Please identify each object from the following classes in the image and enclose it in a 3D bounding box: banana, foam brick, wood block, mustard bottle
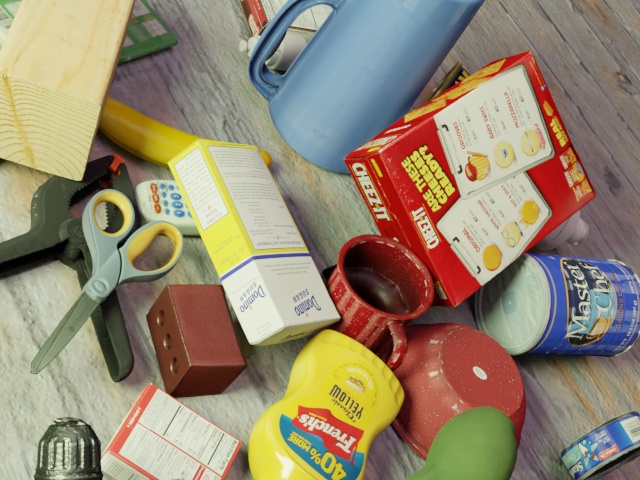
[{"bbox_3d":[-0.135,-0.095,0.996,0.197,0.037,0.069,23,46,-18],"label":"banana"},{"bbox_3d":[-0.102,0.081,0.863,0.051,0.053,0.078,1,54,-34],"label":"foam brick"},{"bbox_3d":[-0.220,-0.162,0.920,0.090,0.091,0.206,17,45,-12],"label":"wood block"},{"bbox_3d":[-0.005,0.162,0.859,0.096,0.058,0.191,41,43,-6],"label":"mustard bottle"}]

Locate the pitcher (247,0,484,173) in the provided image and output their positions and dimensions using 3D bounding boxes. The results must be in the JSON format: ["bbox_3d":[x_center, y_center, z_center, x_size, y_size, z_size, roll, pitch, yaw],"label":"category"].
[{"bbox_3d":[0.048,-0.193,1.052,0.148,0.243,0.145,-13,62,-42],"label":"pitcher"}]

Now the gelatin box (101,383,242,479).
[{"bbox_3d":[-0.113,0.162,0.806,0.089,0.030,0.073,34,42,-6],"label":"gelatin box"}]

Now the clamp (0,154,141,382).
[{"bbox_3d":[-0.193,0.011,0.869,0.164,0.036,0.209,33,43,-8],"label":"clamp"}]

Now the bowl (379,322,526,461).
[{"bbox_3d":[0.133,0.134,0.980,0.162,0.055,0.162,18,47,-21],"label":"bowl"}]

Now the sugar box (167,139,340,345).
[{"bbox_3d":[-0.056,0.001,0.909,0.093,0.048,0.176,-1,64,-58],"label":"sugar box"}]

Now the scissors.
[{"bbox_3d":[-0.182,0.021,0.828,0.096,0.016,0.201,49,38,3],"label":"scissors"}]

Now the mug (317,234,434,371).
[{"bbox_3d":[0.047,0.064,0.951,0.093,0.082,0.117,-2,53,-30],"label":"mug"}]

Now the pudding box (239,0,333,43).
[{"bbox_3d":[-0.032,-0.256,1.200,0.113,0.039,0.090,2,55,-31],"label":"pudding box"}]

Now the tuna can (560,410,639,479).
[{"bbox_3d":[0.269,0.195,1.001,0.085,0.086,0.034,-8,59,-39],"label":"tuna can"}]

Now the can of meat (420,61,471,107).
[{"bbox_3d":[0.163,-0.145,1.230,0.084,0.058,0.102,40,44,-4],"label":"can of meat"}]

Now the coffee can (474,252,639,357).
[{"bbox_3d":[0.241,0.066,1.076,0.140,0.103,0.103,5,53,-32],"label":"coffee can"}]

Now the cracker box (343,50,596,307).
[{"bbox_3d":[0.146,-0.060,1.021,0.213,0.072,0.164,-34,104,-27],"label":"cracker box"}]
